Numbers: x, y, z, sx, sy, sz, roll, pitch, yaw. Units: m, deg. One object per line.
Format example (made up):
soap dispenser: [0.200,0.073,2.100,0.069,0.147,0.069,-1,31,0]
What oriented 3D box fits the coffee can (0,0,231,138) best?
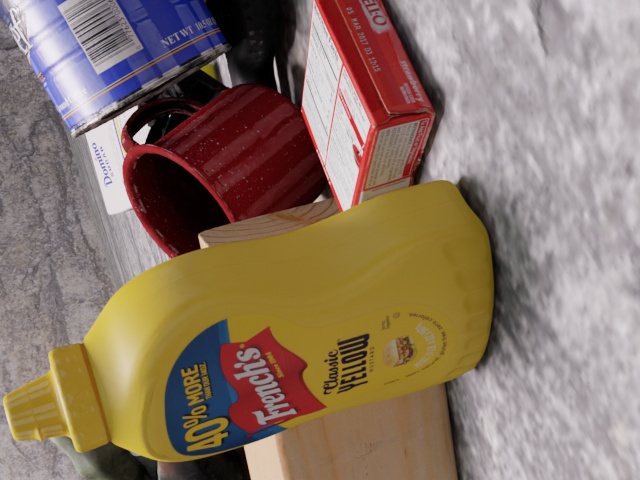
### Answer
coffee can: [-0.127,-0.142,0.584,0.140,0.102,0.103,60,168,-9]

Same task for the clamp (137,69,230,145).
clamp: [-0.101,-0.085,0.713,0.171,0.039,0.120,0,-119,-61]

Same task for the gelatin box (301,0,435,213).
gelatin box: [0.019,-0.058,0.472,0.089,0.030,0.073,101,152,-60]

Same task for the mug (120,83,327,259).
mug: [-0.059,-0.041,0.602,0.117,0.081,0.093,35,146,19]

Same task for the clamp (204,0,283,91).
clamp: [-0.047,-0.120,0.638,0.210,0.036,0.164,104,142,-64]

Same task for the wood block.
wood block: [0.010,0.092,0.542,0.091,0.090,0.206,-138,36,-65]

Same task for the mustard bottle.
mustard bottle: [-0.028,0.041,0.423,0.096,0.191,0.058,89,160,-47]

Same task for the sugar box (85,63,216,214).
sugar box: [-0.136,-0.080,0.892,0.177,0.048,0.093,-10,96,57]
